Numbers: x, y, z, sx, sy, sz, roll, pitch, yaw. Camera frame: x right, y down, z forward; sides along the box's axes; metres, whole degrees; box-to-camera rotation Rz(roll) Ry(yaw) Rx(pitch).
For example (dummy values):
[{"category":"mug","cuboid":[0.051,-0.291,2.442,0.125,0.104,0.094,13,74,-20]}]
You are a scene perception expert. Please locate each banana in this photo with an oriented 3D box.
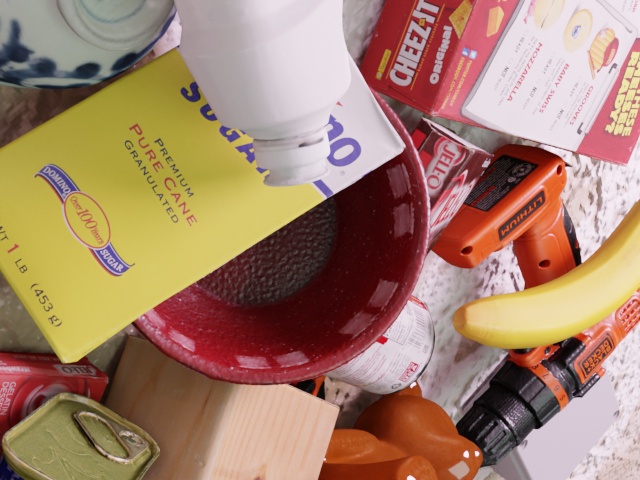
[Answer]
[{"category":"banana","cuboid":[0.165,0.023,0.684,0.197,0.037,0.069,-35,102,-25]}]

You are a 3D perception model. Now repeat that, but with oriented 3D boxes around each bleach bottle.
[{"category":"bleach bottle","cuboid":[-0.026,-0.147,0.409,0.102,0.068,0.251,-33,118,-52]}]

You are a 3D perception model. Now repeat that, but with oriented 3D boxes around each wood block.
[{"category":"wood block","cuboid":[-0.077,0.166,0.552,0.090,0.090,0.206,32,72,-48]}]

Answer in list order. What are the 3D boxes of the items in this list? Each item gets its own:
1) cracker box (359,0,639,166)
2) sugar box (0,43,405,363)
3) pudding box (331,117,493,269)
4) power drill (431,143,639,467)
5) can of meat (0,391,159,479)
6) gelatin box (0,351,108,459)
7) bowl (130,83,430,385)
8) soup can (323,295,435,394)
[{"category":"cracker box","cuboid":[0.137,-0.142,0.632,0.213,0.072,0.164,6,110,-47]},{"category":"sugar box","cuboid":[-0.060,-0.032,0.469,0.176,0.048,0.093,-33,93,-9]},{"category":"pudding box","cuboid":[0.055,-0.022,0.607,0.090,0.039,0.113,-56,172,11]},{"category":"power drill","cuboid":[0.134,0.044,0.727,0.184,0.057,0.187,-43,126,-18]},{"category":"can of meat","cuboid":[-0.123,0.125,0.478,0.084,0.057,0.102,-60,180,7]},{"category":"gelatin box","cuboid":[-0.154,0.099,0.526,0.073,0.030,0.089,12,105,-47]},{"category":"bowl","cuboid":[-0.030,-0.011,0.525,0.162,0.055,0.162,0,87,-10]},{"category":"soup can","cuboid":[0.015,0.049,0.631,0.102,0.069,0.068,28,93,-49]}]
